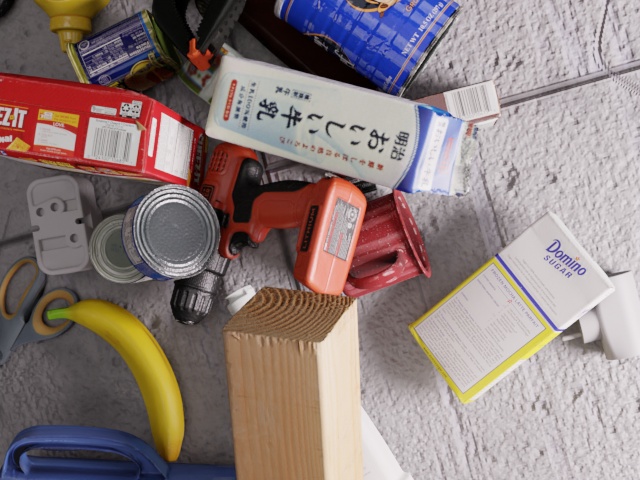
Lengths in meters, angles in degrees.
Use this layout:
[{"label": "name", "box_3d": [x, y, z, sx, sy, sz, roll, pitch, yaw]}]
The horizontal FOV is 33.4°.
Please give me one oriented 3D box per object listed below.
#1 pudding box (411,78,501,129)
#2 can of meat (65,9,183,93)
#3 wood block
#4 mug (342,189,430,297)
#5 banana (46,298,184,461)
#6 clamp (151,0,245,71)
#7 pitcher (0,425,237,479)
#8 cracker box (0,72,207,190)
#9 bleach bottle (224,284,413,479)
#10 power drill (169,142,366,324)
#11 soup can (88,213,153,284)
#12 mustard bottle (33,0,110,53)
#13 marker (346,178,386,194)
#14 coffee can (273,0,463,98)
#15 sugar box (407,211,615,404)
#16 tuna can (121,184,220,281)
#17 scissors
[{"label": "pudding box", "box_3d": [0.110, -0.116, 1.004, 0.113, 0.090, 0.039, -12, 91, 7]}, {"label": "can of meat", "box_3d": [-0.187, -0.176, 1.037, 0.084, 0.102, 0.057, -25, 86, 5]}, {"label": "wood block", "box_3d": [-0.020, 0.154, 0.923, 0.091, 0.090, 0.206, 6, 114, 20]}, {"label": "mug", "box_3d": [0.051, 0.011, 1.004, 0.081, 0.117, 0.093, -21, 118, 12]}, {"label": "banana", "box_3d": [-0.187, 0.127, 1.071, 0.070, 0.037, 0.198, -40, 87, 9]}, {"label": "clamp", "box_3d": [-0.106, -0.258, 1.004, 0.165, 0.036, 0.210, -18, 61, 16]}, {"label": "pitcher", "box_3d": [-0.187, 0.263, 1.025, 0.243, 0.149, 0.145, -1, 66, 4]}, {"label": "cracker box", "box_3d": [-0.207, -0.097, 0.983, 0.164, 0.213, 0.072, 9, 90, 7]}, {"label": "bleach bottle", "box_3d": [-0.013, 0.154, 1.037, 0.102, 0.068, 0.251, -30, 85, 8]}, {"label": "power drill", "box_3d": [-0.057, 0.001, 0.997, 0.188, 0.057, 0.184, 10, 82, 40]}, {"label": "soup can", "box_3d": [-0.177, 0.008, 1.036, 0.068, 0.102, 0.068, 0, 90, 8]}, {"label": "mustard bottle", "box_3d": [-0.249, -0.283, 1.065, 0.096, 0.058, 0.191, 0, 91, 8]}, {"label": "marker", "box_3d": [0.011, -0.046, 1.053, 0.121, 0.020, 0.020, -15, 89, 7]}, {"label": "coffee can", "box_3d": [0.043, -0.208, 0.969, 0.140, 0.103, 0.103, 36, 95, 3]}, {"label": "sugar box", "box_3d": [0.177, 0.064, 0.999, 0.176, 0.048, 0.093, -40, 73, 13]}, {"label": "tuna can", "box_3d": [-0.137, -0.006, 0.970, 0.086, 0.034, 0.086, 6, 78, -32]}, {"label": "scissors", "box_3d": [-0.311, 0.117, 1.097, 0.096, 0.016, 0.202, 18, 93, 7]}]
